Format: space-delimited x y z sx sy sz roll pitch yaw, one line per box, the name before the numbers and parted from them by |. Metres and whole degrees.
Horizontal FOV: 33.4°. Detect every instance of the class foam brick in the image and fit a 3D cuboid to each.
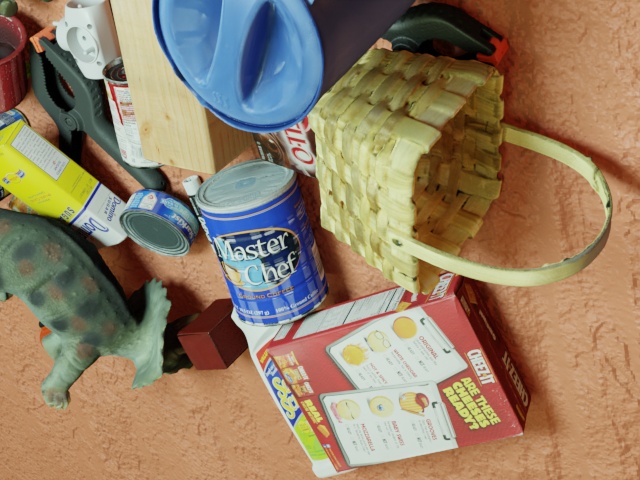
foam brick | -0.114 0.107 1.224 0.053 0.078 0.051 -7 115 40

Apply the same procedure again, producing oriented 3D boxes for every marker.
marker | -0.120 -0.015 1.178 0.020 0.020 0.121 -3 119 39

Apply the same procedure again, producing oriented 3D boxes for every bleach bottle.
bleach bottle | -0.029 0.145 1.200 0.103 0.068 0.251 -27 101 44

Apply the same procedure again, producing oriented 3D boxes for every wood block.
wood block | -0.125 -0.178 1.006 0.090 0.090 0.206 15 129 29

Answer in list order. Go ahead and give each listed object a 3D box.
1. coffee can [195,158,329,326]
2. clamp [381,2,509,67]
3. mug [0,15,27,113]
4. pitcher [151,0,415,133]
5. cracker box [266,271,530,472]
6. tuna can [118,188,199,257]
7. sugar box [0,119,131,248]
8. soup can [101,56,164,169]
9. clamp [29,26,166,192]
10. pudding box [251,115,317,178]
coffee can | -0.057 0.001 1.081 0.103 0.102 0.140 5 124 35
clamp | 0.069 -0.172 0.895 0.172 0.039 0.120 0 137 31
mug | -0.360 -0.200 1.159 0.093 0.117 0.081 6 142 -4
pitcher | 0.008 -0.192 0.756 0.149 0.242 0.145 16 132 27
cracker box | 0.079 0.132 1.066 0.214 0.072 0.164 -19 110 27
tuna can | -0.179 -0.020 1.189 0.086 0.033 0.086 18 150 10
sugar box | -0.300 -0.058 1.212 0.176 0.048 0.094 43 148 -25
soup can | -0.181 -0.133 1.100 0.069 0.068 0.102 15 130 29
clamp | -0.274 -0.135 1.193 0.165 0.036 0.210 -4 122 39
pudding box | -0.022 -0.108 0.994 0.090 0.039 0.113 21 155 24
